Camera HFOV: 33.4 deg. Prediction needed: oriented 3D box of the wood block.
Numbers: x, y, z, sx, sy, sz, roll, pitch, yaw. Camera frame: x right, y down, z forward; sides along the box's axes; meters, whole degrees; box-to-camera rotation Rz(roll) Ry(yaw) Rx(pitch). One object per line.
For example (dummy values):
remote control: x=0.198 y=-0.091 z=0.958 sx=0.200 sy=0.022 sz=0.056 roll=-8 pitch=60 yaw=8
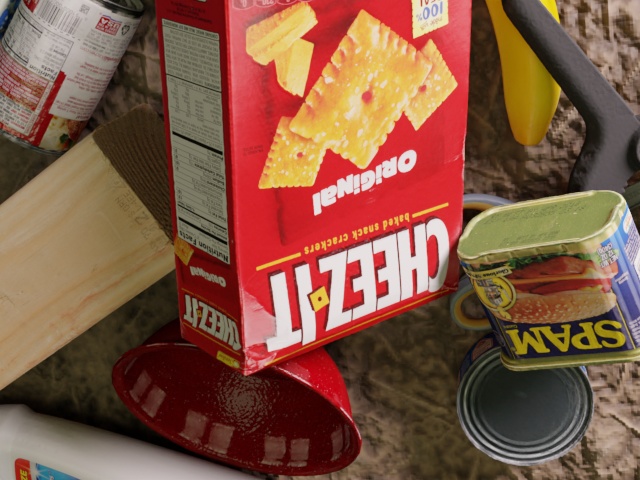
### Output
wood block: x=-0.169 y=0.015 z=0.660 sx=0.206 sy=0.090 sz=0.090 roll=-33 pitch=99 yaw=22

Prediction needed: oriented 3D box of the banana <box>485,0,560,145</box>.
banana: x=0.096 y=-0.150 z=0.617 sx=0.070 sy=0.037 sz=0.198 roll=-28 pitch=100 yaw=37

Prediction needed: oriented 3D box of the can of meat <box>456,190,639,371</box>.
can of meat: x=0.138 y=0.023 z=0.612 sx=0.102 sy=0.057 sz=0.084 roll=-10 pitch=120 yaw=36

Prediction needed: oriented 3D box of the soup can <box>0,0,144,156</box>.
soup can: x=-0.158 y=-0.112 z=0.643 sx=0.068 sy=0.068 sz=0.102 roll=32 pitch=108 yaw=-3

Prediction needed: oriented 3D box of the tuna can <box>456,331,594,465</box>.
tuna can: x=0.130 y=0.099 z=0.686 sx=0.086 sy=0.033 sz=0.086 roll=2 pitch=107 yaw=7

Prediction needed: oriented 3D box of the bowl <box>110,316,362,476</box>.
bowl: x=-0.046 y=0.088 z=0.672 sx=0.162 sy=0.055 sz=0.162 roll=13 pitch=145 yaw=9

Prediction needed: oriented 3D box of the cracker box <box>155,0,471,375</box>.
cracker box: x=0.003 y=-0.054 z=0.579 sx=0.072 sy=0.163 sz=0.214 roll=26 pitch=125 yaw=47

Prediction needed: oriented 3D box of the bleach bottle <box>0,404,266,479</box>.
bleach bottle: x=-0.154 y=0.177 z=0.733 sx=0.251 sy=0.068 sz=0.103 roll=17 pitch=122 yaw=7

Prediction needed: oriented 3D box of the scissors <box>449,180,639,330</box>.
scissors: x=0.148 y=-0.024 z=0.656 sx=0.202 sy=0.016 sz=0.096 roll=-43 pitch=97 yaw=17
